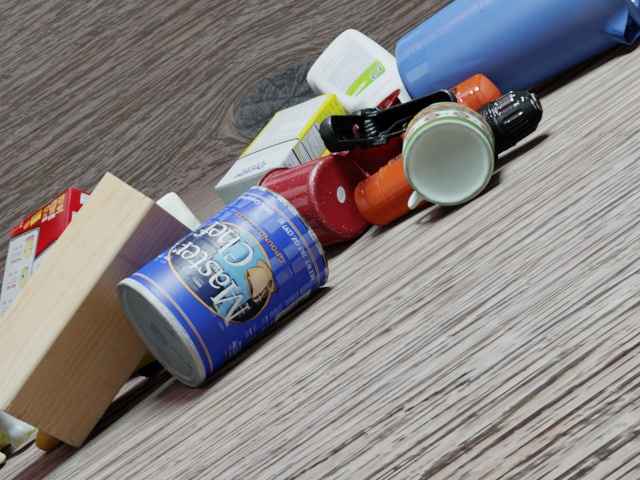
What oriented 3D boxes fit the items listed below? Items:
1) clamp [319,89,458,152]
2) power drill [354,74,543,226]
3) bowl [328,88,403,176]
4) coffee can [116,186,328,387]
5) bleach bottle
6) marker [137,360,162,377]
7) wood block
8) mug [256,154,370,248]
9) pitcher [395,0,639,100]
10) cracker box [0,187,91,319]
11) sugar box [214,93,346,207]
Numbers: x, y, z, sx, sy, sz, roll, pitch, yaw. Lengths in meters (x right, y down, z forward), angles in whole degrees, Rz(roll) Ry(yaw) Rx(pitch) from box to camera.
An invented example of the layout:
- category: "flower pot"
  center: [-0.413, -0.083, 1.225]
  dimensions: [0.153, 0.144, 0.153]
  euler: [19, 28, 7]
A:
- category: "clamp"
  center: [0.037, -0.100, 0.954]
  dimensions: [0.120, 0.039, 0.172]
  euler: [-8, -3, -19]
- category: "power drill"
  center: [0.125, -0.097, 0.982]
  dimensions: [0.185, 0.057, 0.187]
  euler: [-30, 10, 23]
- category: "bowl"
  center: [0.046, -0.085, 1.133]
  dimensions: [0.162, 0.055, 0.162]
  euler: [-47, 7, 7]
- category: "coffee can"
  center: [-0.078, 0.036, 0.864]
  dimensions: [0.140, 0.103, 0.103]
  euler: [-38, 10, -24]
- category: "bleach bottle"
  center: [0.058, -0.180, 1.290]
  dimensions: [0.103, 0.068, 0.251]
  euler: [-50, 26, 11]
- category: "marker"
  center: [-0.136, 0.093, 1.025]
  dimensions: [0.020, 0.020, 0.120]
  euler: [-25, 13, 42]
- category: "wood block"
  center: [-0.195, 0.059, 0.915]
  dimensions: [0.090, 0.090, 0.206]
  euler: [29, 81, 49]
- category: "mug"
  center: [0.004, -0.038, 1.016]
  dimensions: [0.117, 0.093, 0.082]
  euler: [-28, 8, -42]
- category: "pitcher"
  center: [0.199, -0.224, 1.086]
  dimensions: [0.243, 0.145, 0.149]
  euler: [-28, 10, 28]
- category: "cracker box"
  center: [-0.321, 0.065, 1.283]
  dimensions: [0.164, 0.072, 0.213]
  euler: [-25, 56, 45]
- category: "sugar box"
  center: [-0.042, -0.101, 1.229]
  dimensions: [0.094, 0.048, 0.176]
  euler: [-16, 29, 35]
